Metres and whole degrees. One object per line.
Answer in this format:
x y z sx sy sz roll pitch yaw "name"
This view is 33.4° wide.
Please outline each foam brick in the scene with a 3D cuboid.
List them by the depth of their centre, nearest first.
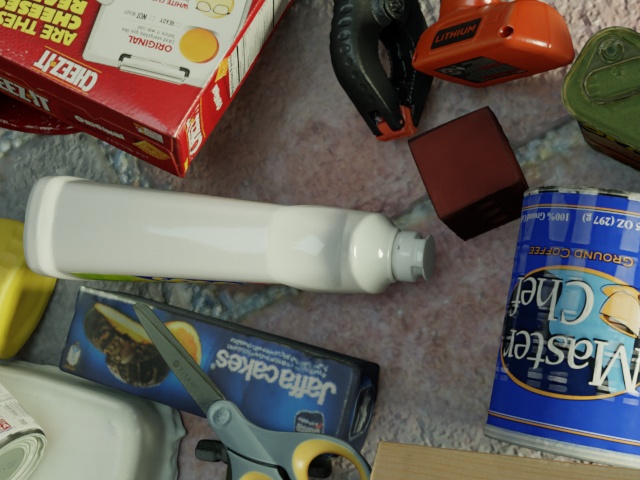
0.093 -0.039 0.642 0.053 0.078 0.051 -24 73 14 "foam brick"

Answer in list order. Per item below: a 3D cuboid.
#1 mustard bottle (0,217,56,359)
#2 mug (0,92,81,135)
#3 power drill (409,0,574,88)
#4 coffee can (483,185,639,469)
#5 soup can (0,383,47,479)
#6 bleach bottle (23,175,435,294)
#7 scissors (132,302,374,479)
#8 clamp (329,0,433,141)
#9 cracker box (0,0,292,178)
-0.288 0.013 0.780 0.192 0.058 0.096 18 82 22 "mustard bottle"
-0.206 -0.126 0.765 0.117 0.093 0.081 -18 67 54 "mug"
0.118 -0.191 0.622 0.185 0.057 0.187 -6 73 63 "power drill"
0.153 0.049 0.593 0.103 0.102 0.140 8 84 20 "coffee can"
-0.230 0.112 0.672 0.102 0.068 0.068 40 96 20 "soup can"
-0.054 0.001 0.675 0.251 0.102 0.068 4 88 21 "bleach bottle"
-0.037 0.103 0.632 0.096 0.016 0.202 -27 67 4 "scissors"
0.028 -0.150 0.672 0.039 0.120 0.171 -17 73 57 "clamp"
-0.109 -0.169 0.692 0.164 0.072 0.213 26 70 9 "cracker box"
